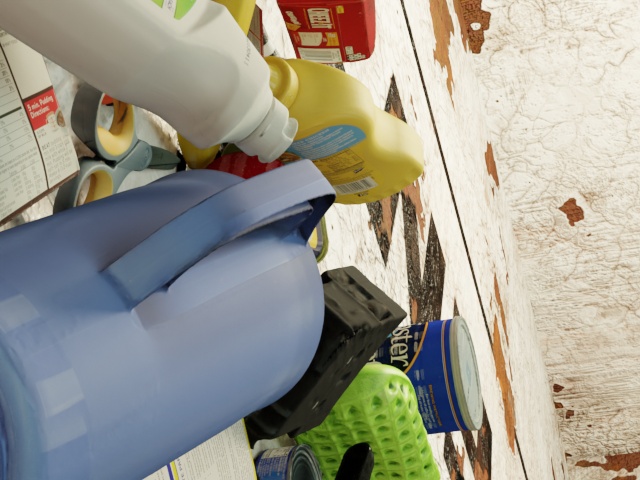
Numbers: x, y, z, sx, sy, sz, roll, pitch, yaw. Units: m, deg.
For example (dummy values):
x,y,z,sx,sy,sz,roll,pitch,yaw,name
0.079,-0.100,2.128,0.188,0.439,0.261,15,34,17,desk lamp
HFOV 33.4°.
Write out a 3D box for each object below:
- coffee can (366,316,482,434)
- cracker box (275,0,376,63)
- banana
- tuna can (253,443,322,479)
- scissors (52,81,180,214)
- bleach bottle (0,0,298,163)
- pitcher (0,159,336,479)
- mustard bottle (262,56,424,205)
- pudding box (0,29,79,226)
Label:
x,y,z,sx,sy,sz,roll,pitch,yaw,name
0.068,0.129,0.970,0.102,0.140,0.103,-10,90,-74,coffee can
0.007,-0.262,0.833,0.164,0.072,0.214,52,39,-82,cracker box
-0.066,-0.130,0.711,0.069,0.037,0.198,-41,151,-66,banana
-0.024,0.199,0.806,0.086,0.034,0.086,-10,90,-74,tuna can
-0.119,-0.036,0.639,0.202,0.016,0.096,77,30,-76,scissors
-0.106,-0.113,0.471,0.250,0.068,0.102,39,30,-29,bleach bottle
-0.092,0.040,0.456,0.242,0.145,0.149,-25,121,-68,pitcher
-0.003,-0.082,0.762,0.191,0.096,0.058,31,53,-58,mustard bottle
-0.160,-0.066,0.489,0.090,0.039,0.113,-56,131,-66,pudding box
